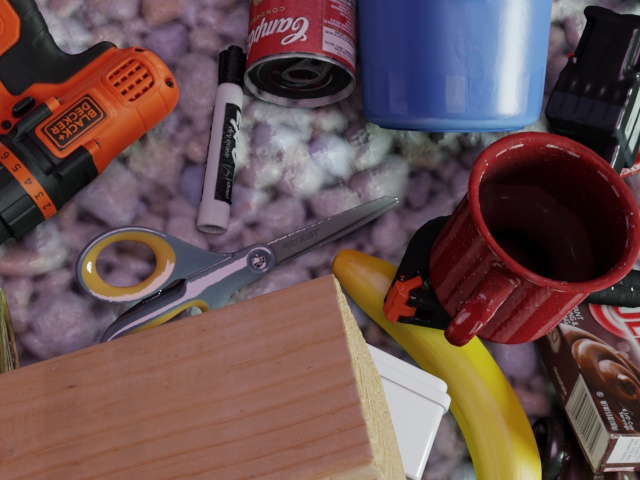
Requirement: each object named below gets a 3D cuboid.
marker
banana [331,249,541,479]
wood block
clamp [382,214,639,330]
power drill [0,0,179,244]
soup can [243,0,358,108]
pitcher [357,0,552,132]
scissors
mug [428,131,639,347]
[{"bbox_3d":[-0.059,-0.064,0.650,0.020,0.020,0.121,9,72,-10],"label":"marker"},{"bbox_3d":[0.076,0.084,0.618,0.069,0.037,0.198,-10,65,-41],"label":"banana"},{"bbox_3d":[-0.073,0.101,0.449,0.206,0.091,0.090,-17,51,6],"label":"wood block"},{"bbox_3d":[0.106,0.003,0.638,0.171,0.039,0.120,-9,48,-26],"label":"clamp"},{"bbox_3d":[-0.203,-0.092,0.608,0.184,0.057,0.187,-41,87,-18],"label":"power drill"},{"bbox_3d":[-0.011,-0.142,0.659,0.068,0.069,0.102,6,71,-11],"label":"soup can"},{"bbox_3d":[0.080,-0.186,0.616,0.148,0.145,0.243,-11,105,-48],"label":"pitcher"},{"bbox_3d":[-0.054,0.001,0.617,0.201,0.016,0.096,-39,102,-15],"label":"scissors"},{"bbox_3d":[0.101,0.011,0.555,0.093,0.082,0.117,36,58,6],"label":"mug"}]
